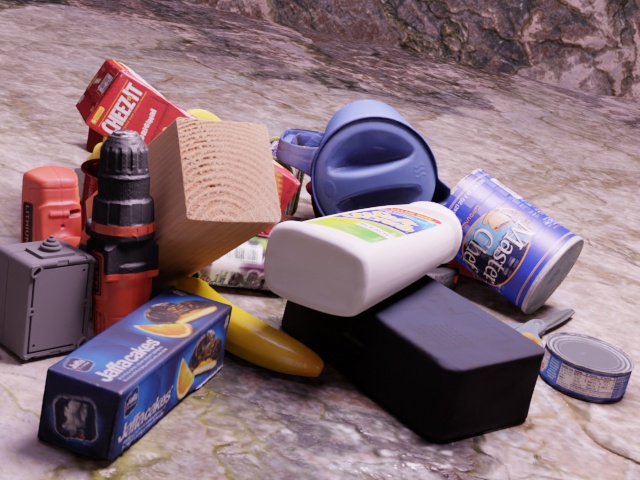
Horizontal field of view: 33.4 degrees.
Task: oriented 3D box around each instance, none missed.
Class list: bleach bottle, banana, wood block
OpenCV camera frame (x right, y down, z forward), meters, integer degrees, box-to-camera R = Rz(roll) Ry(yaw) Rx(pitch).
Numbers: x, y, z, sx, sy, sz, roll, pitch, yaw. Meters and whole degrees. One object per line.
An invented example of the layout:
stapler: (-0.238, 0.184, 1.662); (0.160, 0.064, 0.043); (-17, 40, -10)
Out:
bleach bottle: (0.056, 0.002, 0.977); (0.103, 0.068, 0.250); (19, 20, 26)
banana: (-0.079, 0.071, 0.958); (0.069, 0.037, 0.198); (-4, 24, -39)
wood block: (-0.129, -0.027, 0.959); (0.090, 0.091, 0.207); (1, -18, -33)

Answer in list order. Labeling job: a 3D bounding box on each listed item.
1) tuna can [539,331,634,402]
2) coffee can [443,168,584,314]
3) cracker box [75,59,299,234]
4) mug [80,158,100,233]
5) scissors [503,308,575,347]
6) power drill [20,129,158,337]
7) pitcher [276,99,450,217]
tuna can: (0.254, 0.121, 1.025); (0.086, 0.034, 0.086); (11, 19, -4)
coffee can: (0.205, 0.000, 1.188); (0.140, 0.103, 0.102); (38, 28, 21)
cracker box: (-0.141, -0.101, 1.108); (0.213, 0.072, 0.164); (33, 2, -20)
mug: (-0.205, -0.037, 1.124); (0.093, 0.081, 0.117); (15, 19, 8)
scissors: (0.206, 0.088, 1.121); (0.096, 0.016, 0.201); (18, 19, 17)
power drill: (-0.203, -0.014, 0.931); (0.057, 0.184, 0.188); (-4, 15, -35)
pitcher: (0.046, -0.095, 1.207); (0.145, 0.149, 0.243); (-30, 13, 8)
